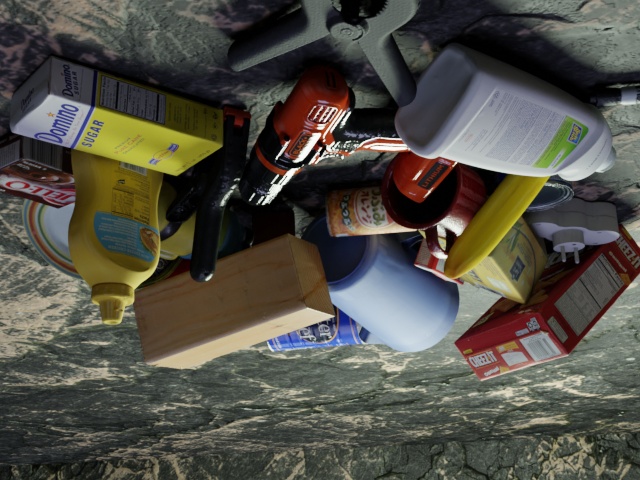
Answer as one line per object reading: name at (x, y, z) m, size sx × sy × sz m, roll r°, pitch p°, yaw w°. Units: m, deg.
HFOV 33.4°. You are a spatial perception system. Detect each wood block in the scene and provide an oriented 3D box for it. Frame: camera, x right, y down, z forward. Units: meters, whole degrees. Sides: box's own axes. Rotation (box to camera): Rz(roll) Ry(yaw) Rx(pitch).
wood block at (-0.101, 0.073, 1.223) m, size 0.206 × 0.090 × 0.090 m, roll -20°, pitch 163°, yaw 18°

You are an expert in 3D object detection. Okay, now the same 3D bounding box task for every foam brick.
foam brick at (-0.059, 0.002, 1.307) m, size 0.053 × 0.051 × 0.078 m, roll 1°, pitch 160°, yaw -5°

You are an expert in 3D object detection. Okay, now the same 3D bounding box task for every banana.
banana at (0.188, -0.037, 1.099) m, size 0.037 × 0.198 × 0.069 m, roll 37°, pitch 175°, yaw 18°

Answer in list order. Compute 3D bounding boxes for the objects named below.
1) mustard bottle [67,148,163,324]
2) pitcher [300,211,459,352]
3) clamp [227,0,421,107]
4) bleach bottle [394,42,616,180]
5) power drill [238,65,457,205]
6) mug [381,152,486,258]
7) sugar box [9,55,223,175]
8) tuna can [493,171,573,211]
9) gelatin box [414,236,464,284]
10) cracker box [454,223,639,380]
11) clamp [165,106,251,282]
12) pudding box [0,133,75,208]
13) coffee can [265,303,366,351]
mustard bottle at (-0.200, -0.012, 1.044) m, size 0.058 × 0.191 × 0.096 m, roll -17°, pitch 155°, yaw 37°
pitcher at (0.080, 0.041, 1.343) m, size 0.145 × 0.149 × 0.242 m, roll 4°, pitch 163°, yaw 31°
clamp at (0.031, -0.172, 0.835) m, size 0.164 × 0.036 × 0.210 m, roll 13°, pitch 154°, yaw -16°
bleach bottle at (0.189, -0.099, 0.991) m, size 0.250 × 0.068 × 0.103 m, roll 14°, pitch 120°, yaw -41°
power drill at (0.030, -0.084, 1.024) m, size 0.187 × 0.057 × 0.185 m, roll 6°, pitch 147°, yaw -27°
mug at (0.125, -0.038, 1.121) m, size 0.093 × 0.117 × 0.081 m, roll -15°, pitch 161°, yaw 30°
sugar box at (-0.187, -0.111, 0.987) m, size 0.175 × 0.048 × 0.094 m, roll 11°, pitch 157°, yaw -34°
tuna can at (0.234, -0.062, 1.178) m, size 0.086 × 0.034 × 0.086 m, roll -2°, pitch 161°, yaw -1°
gelatin box at (0.157, 0.009, 1.308) m, size 0.030 × 0.073 × 0.089 m, roll 16°, pitch 175°, yaw 37°
cracker box at (0.293, 0.078, 1.359) m, size 0.213 × 0.072 × 0.164 m, roll -39°, pitch -175°, yaw -35°
clamp at (-0.106, -0.047, 1.047) m, size 0.039 × 0.120 × 0.172 m, roll 1°, pitch 133°, yaw -32°
pudding box at (-0.285, -0.071, 1.097) m, size 0.090 × 0.039 × 0.113 m, roll -18°, pitch 154°, yaw 37°
coffee can at (-0.004, 0.102, 1.516) m, size 0.140 × 0.103 × 0.102 m, roll -6°, pitch 160°, yaw 13°
